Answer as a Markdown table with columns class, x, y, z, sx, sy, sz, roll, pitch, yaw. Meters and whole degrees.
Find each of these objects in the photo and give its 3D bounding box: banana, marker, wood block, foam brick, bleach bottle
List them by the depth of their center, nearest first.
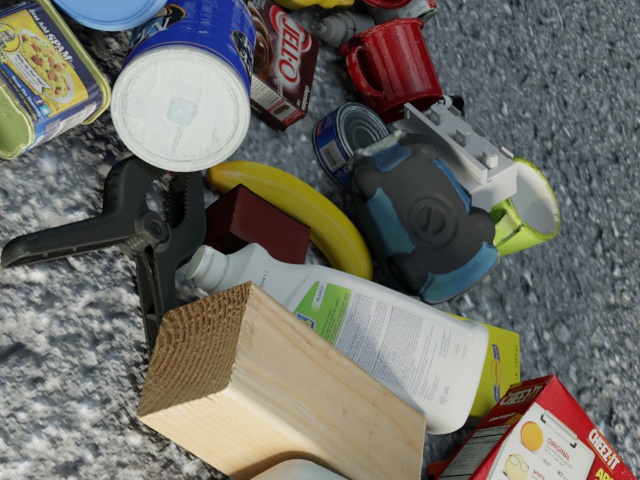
| class | x | y | z | sx | sy | sz | roll | pitch | yaw |
| --- | --- | --- | --- | --- | --- | --- | --- | --- | --- |
| wood block | -0.022 | 0.129 | 0.775 | 0.205 | 0.091 | 0.090 | 41 | 43 | -34 |
| bleach bottle | 0.012 | 0.064 | 0.842 | 0.250 | 0.068 | 0.102 | 28 | 65 | -21 |
| foam brick | -0.056 | 0.001 | 0.874 | 0.078 | 0.053 | 0.051 | 32 | 46 | -28 |
| banana | -0.015 | -0.016 | 0.939 | 0.197 | 0.037 | 0.069 | 42 | 42 | -19 |
| marker | 0.121 | -0.154 | 1.183 | 0.120 | 0.020 | 0.020 | -5 | 70 | -48 |

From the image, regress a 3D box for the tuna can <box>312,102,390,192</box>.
| class | x | y | z | sx | sy | sz | roll | pitch | yaw |
| --- | --- | --- | --- | --- | --- | --- | --- | --- | --- |
| tuna can | 0.035 | -0.091 | 1.041 | 0.086 | 0.034 | 0.086 | 25 | 50 | -34 |

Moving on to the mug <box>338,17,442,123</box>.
| class | x | y | z | sx | sy | sz | roll | pitch | yaw |
| --- | --- | --- | --- | --- | --- | --- | --- | --- | --- |
| mug | 0.068 | -0.169 | 1.082 | 0.117 | 0.093 | 0.081 | -8 | 77 | -54 |

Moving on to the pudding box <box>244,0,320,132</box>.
| class | x | y | z | sx | sy | sz | roll | pitch | yaw |
| --- | --- | --- | --- | --- | --- | --- | --- | --- | --- |
| pudding box | -0.049 | -0.170 | 0.999 | 0.090 | 0.039 | 0.113 | 35 | 45 | -27 |

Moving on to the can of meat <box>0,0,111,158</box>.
| class | x | y | z | sx | sy | sz | roll | pitch | yaw |
| --- | --- | --- | --- | --- | --- | --- | --- | --- | --- |
| can of meat | -0.217 | -0.119 | 0.778 | 0.102 | 0.058 | 0.083 | 54 | 42 | -5 |

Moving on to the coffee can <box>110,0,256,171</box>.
| class | x | y | z | sx | sy | sz | roll | pitch | yaw |
| --- | --- | --- | --- | --- | --- | --- | --- | --- | --- |
| coffee can | -0.104 | -0.133 | 0.840 | 0.102 | 0.103 | 0.140 | 38 | 26 | -24 |

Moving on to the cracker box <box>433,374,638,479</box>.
| class | x | y | z | sx | sy | sz | roll | pitch | yaw |
| --- | --- | --- | --- | --- | --- | --- | --- | --- | --- |
| cracker box | 0.168 | 0.245 | 0.893 | 0.213 | 0.072 | 0.164 | -43 | 100 | -31 |

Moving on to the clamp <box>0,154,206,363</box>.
| class | x | y | z | sx | sy | sz | roll | pitch | yaw |
| --- | --- | --- | --- | --- | --- | --- | --- | --- | --- |
| clamp | -0.142 | -0.006 | 0.796 | 0.164 | 0.036 | 0.210 | 42 | 42 | -30 |

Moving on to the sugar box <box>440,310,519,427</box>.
| class | x | y | z | sx | sy | sz | roll | pitch | yaw |
| --- | --- | --- | --- | --- | --- | --- | --- | --- | --- |
| sugar box | 0.113 | 0.115 | 0.974 | 0.175 | 0.048 | 0.093 | 18 | 65 | -41 |

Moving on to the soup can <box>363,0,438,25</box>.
| class | x | y | z | sx | sy | sz | roll | pitch | yaw |
| --- | --- | --- | --- | --- | --- | --- | --- | --- | --- |
| soup can | 0.077 | -0.280 | 1.179 | 0.068 | 0.069 | 0.102 | -33 | 92 | -51 |
